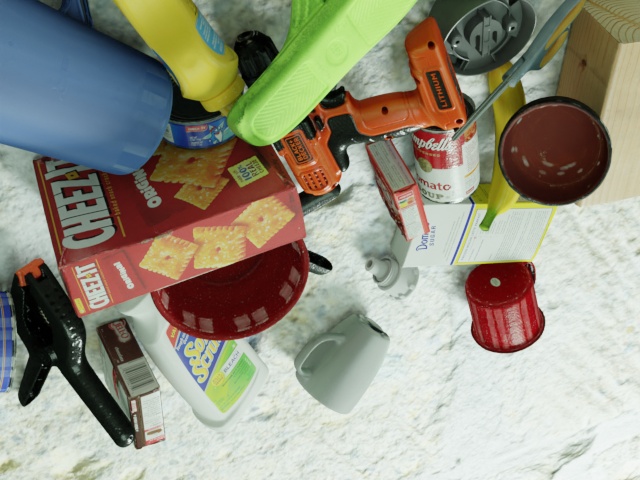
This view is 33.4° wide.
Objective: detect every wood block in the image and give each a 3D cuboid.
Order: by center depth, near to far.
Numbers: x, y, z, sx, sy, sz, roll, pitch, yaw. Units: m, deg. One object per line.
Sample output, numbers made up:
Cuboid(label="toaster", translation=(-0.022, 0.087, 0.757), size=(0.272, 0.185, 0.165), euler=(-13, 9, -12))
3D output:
Cuboid(label="wood block", translation=(0.310, -0.147, 1.133), size=(0.090, 0.091, 0.206), euler=(-11, 133, -16))

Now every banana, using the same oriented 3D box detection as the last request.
Cuboid(label="banana", translation=(0.198, -0.108, 1.133), size=(0.069, 0.037, 0.198), euler=(-42, 136, -52))

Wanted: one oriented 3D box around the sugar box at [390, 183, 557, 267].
Cuboid(label="sugar box", translation=(0.175, -0.019, 1.219), size=(0.176, 0.048, 0.093), euler=(0, 129, -20))

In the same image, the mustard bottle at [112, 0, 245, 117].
Cuboid(label="mustard bottle", translation=(-0.120, -0.175, 0.875), size=(0.058, 0.096, 0.191), euler=(-35, 120, 6))

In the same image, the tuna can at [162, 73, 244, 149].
Cuboid(label="tuna can", translation=(-0.110, -0.121, 0.965), size=(0.086, 0.086, 0.034), euler=(-17, 136, -11))

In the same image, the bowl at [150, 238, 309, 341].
Cuboid(label="bowl", translation=(-0.095, 0.021, 1.074), size=(0.162, 0.055, 0.162), euler=(-6, 122, -11))

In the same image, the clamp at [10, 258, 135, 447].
Cuboid(label="clamp", translation=(-0.262, 0.116, 1.087), size=(0.036, 0.165, 0.210), euler=(-42, 141, -44))

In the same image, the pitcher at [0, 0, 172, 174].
Cuboid(label="pitcher", translation=(-0.241, -0.146, 0.864), size=(0.242, 0.145, 0.149), euler=(18, 132, -40))

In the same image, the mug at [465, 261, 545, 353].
Cuboid(label="mug", translation=(0.229, 0.069, 1.300), size=(0.117, 0.093, 0.081), euler=(-46, 136, -27))

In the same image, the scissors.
Cuboid(label="scissors", translation=(0.196, -0.162, 1.060), size=(0.201, 0.016, 0.096), euler=(-50, 165, -4))

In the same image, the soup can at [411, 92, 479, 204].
Cuboid(label="soup can", translation=(0.130, -0.097, 1.110), size=(0.068, 0.068, 0.102), euler=(-20, 135, -8))

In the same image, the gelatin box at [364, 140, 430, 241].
Cuboid(label="gelatin box", translation=(0.079, -0.055, 1.109), size=(0.030, 0.089, 0.073), euler=(-23, 135, -3))

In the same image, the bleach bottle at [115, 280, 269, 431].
Cuboid(label="bleach bottle", translation=(-0.152, 0.103, 1.150), size=(0.102, 0.068, 0.250), euler=(-52, 136, -16))

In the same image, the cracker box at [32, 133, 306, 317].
Cuboid(label="cracker box", translation=(-0.140, -0.040, 0.968), size=(0.213, 0.164, 0.072), euler=(-19, 133, -9))

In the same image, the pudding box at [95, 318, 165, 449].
Cuboid(label="pudding box", translation=(-0.204, 0.154, 1.148), size=(0.039, 0.114, 0.090), euler=(-17, 135, -19))

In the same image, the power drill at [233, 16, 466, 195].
Cuboid(label="power drill", translation=(0.030, -0.141, 0.999), size=(0.188, 0.057, 0.184), euler=(-17, 128, 16))
